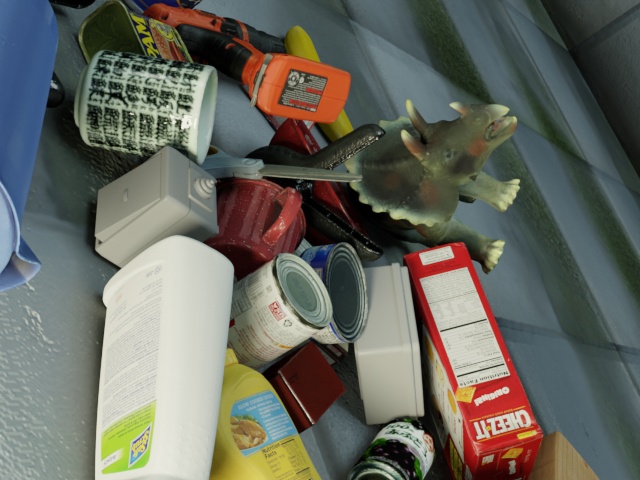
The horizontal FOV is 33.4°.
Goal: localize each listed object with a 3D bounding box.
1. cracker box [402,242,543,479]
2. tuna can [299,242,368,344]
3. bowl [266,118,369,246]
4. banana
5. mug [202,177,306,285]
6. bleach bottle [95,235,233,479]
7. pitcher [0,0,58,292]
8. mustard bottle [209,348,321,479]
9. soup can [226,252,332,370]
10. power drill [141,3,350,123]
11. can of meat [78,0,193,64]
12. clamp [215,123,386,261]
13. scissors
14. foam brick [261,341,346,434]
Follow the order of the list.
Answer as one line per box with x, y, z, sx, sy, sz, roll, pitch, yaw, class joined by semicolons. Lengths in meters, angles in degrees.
0.142;0.133;1.041;0.164;0.072;0.214;83;-10;-58;cracker box
0.009;0.046;0.913;0.086;0.034;0.086;-7;90;-65;tuna can
-0.011;-0.049;1.057;0.162;0.055;0.162;60;6;-11;bowl
-0.004;-0.192;1.291;0.069;0.037;0.198;16;46;-53;banana
-0.056;0.001;0.882;0.093;0.117;0.081;39;35;-20;mug
-0.108;0.120;0.686;0.068;0.103;0.251;30;42;-30;bleach bottle
-0.239;-0.085;0.647;0.243;0.145;0.149;-95;177;-52;pitcher
-0.049;0.154;0.775;0.096;0.058;0.192;-7;66;-61;mustard bottle
-0.050;0.062;0.830;0.068;0.102;0.068;41;29;-29;soup can
-0.060;-0.172;1.040;0.184;0.057;0.188;1;23;-47;power drill
-0.156;-0.154;0.952;0.083;0.058;0.102;7;54;-61;can of meat
-0.015;-0.055;0.961;0.039;0.172;0.120;-4;106;-70;clamp
-0.074;-0.053;0.870;0.096;0.202;0.016;-32;127;-45;scissors
-0.024;0.125;0.863;0.053;0.051;0.078;56;25;1;foam brick
